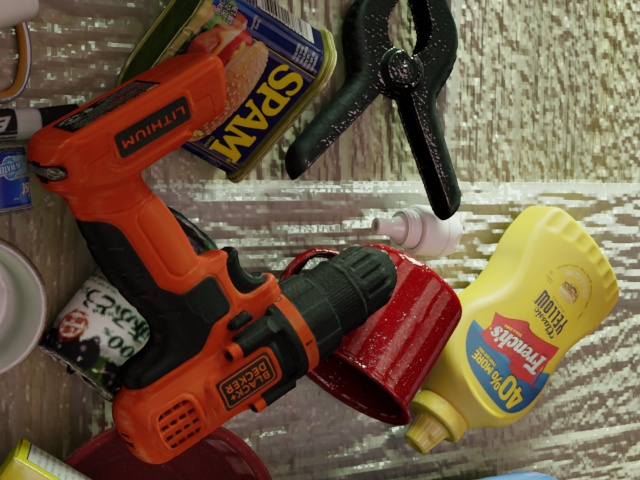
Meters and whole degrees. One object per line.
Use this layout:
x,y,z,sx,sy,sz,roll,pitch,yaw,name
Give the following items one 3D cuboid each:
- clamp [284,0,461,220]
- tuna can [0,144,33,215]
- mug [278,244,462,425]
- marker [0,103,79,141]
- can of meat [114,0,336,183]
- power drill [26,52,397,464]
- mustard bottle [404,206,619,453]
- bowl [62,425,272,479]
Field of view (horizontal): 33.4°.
0.037,-0.102,0.682,0.120,0.039,0.171,6,81,-27,clamp
-0.188,-0.028,0.531,0.086,0.086,0.034,-8,97,-30,tuna can
0.027,0.050,0.672,0.117,0.093,0.081,35,70,0,mug
-0.183,-0.061,0.570,0.120,0.020,0.020,-8,99,-30,marker
-0.055,-0.095,0.601,0.083,0.057,0.102,29,120,-27,can of meat
-0.054,0.001,0.563,0.184,0.057,0.187,-34,114,-25,power drill
0.124,0.071,0.742,0.191,0.058,0.096,-46,114,-18,mustard bottle
-0.105,0.174,0.617,0.161,0.055,0.162,-3,96,-30,bowl
